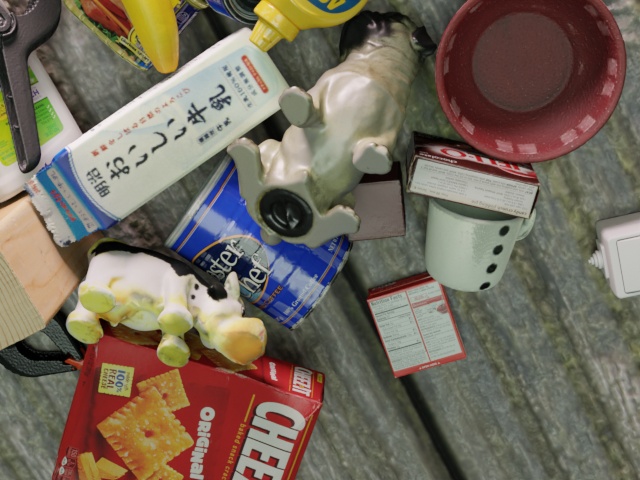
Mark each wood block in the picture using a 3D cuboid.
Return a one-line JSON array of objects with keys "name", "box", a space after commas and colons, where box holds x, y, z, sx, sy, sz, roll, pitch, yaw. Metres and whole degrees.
[{"name": "wood block", "box": [-0.267, 0.018, 0.930, 0.091, 0.206, 0.090, -25, 104, 11]}]

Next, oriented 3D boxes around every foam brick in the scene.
[{"name": "foam brick", "box": [0.049, -0.037, 0.962, 0.051, 0.078, 0.053, -5, 107, 6]}]

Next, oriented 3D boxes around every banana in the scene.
[{"name": "banana", "box": [-0.175, -0.228, 0.877, 0.198, 0.037, 0.070, 45, 128, -3]}]

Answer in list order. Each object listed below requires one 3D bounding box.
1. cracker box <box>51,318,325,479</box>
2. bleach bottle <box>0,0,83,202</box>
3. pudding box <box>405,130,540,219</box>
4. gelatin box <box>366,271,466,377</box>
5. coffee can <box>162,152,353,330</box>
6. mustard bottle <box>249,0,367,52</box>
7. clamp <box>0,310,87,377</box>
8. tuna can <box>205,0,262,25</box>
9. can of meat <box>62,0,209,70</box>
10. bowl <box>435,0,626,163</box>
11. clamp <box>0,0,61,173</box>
[{"name": "cracker box", "box": [-0.122, 0.173, 0.975, 0.213, 0.072, 0.164, 18, 108, -3]}, {"name": "bleach bottle", "box": [-0.311, -0.164, 0.938, 0.102, 0.068, 0.251, -35, 104, -21]}, {"name": "pudding box", "box": [0.132, -0.059, 0.944, 0.113, 0.090, 0.039, 11, 109, 0]}, {"name": "gelatin box", "box": [0.092, 0.079, 1.022, 0.073, 0.030, 0.089, -18, 106, 10]}, {"name": "coffee can", "box": [-0.056, 0.001, 0.967, 0.140, 0.103, 0.103, 35, 106, -8]}, {"name": "mustard bottle", "box": [0.007, -0.235, 0.877, 0.096, 0.058, 0.192, 37, 96, -24]}, {"name": "clamp", "box": [-0.315, 0.091, 1.043, 0.171, 0.039, 0.120, 34, 109, -8]}, {"name": "tuna can", "box": [-0.059, -0.227, 0.904, 0.086, 0.034, 0.086, -23, 129, -32]}, {"name": "can of meat", "box": [-0.161, -0.211, 0.930, 0.102, 0.057, 0.084, 42, 108, -9]}, {"name": "bowl", "box": [0.179, -0.151, 0.930, 0.162, 0.055, 0.162, 1, 108, 3]}, {"name": "clamp", "box": [-0.285, -0.180, 0.893, 0.164, 0.036, 0.210, 23, 72, -31]}]
